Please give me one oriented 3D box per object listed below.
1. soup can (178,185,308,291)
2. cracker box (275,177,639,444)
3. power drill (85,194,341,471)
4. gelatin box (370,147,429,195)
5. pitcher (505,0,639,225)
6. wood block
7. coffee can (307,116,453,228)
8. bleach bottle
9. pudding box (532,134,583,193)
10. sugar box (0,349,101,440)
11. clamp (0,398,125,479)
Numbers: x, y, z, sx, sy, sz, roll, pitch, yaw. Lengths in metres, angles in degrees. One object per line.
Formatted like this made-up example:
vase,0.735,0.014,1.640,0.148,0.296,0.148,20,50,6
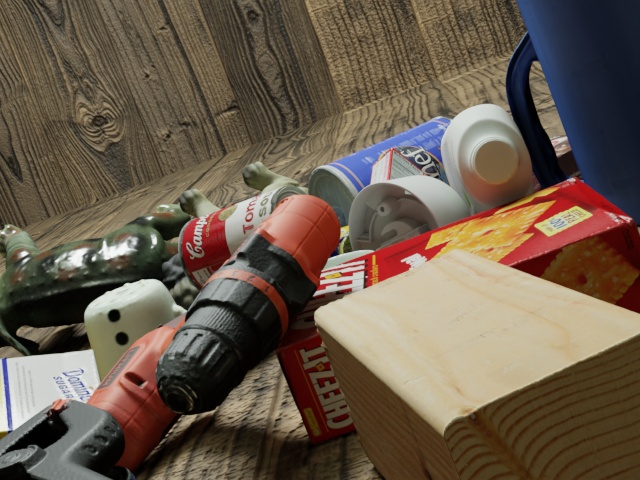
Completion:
soup can,-0.056,0.001,0.866,0.102,0.068,0.068,-18,10,34
cracker box,0.086,0.034,0.671,0.214,0.072,0.164,-20,10,7
power drill,-0.075,0.069,0.644,0.188,0.057,0.184,-41,7,39
gelatin box,0.076,-0.028,0.914,0.030,0.073,0.089,-42,23,32
pitcher,0.223,-0.139,0.826,0.149,0.243,0.145,-28,13,-3
wood block,0.072,0.072,0.459,0.090,0.091,0.206,-23,11,-9
coffee can,0.074,-0.046,1.012,0.140,0.103,0.103,-25,11,-23
bleach bottle,0.134,-0.053,0.834,0.068,0.102,0.250,-22,1,8
pudding box,0.217,-0.068,1.027,0.113,0.039,0.090,-24,11,-21
sugar box,-0.235,0.121,0.718,0.176,0.048,0.093,-2,26,-17
clamp,-0.142,0.125,0.544,0.165,0.036,0.210,-19,11,11
